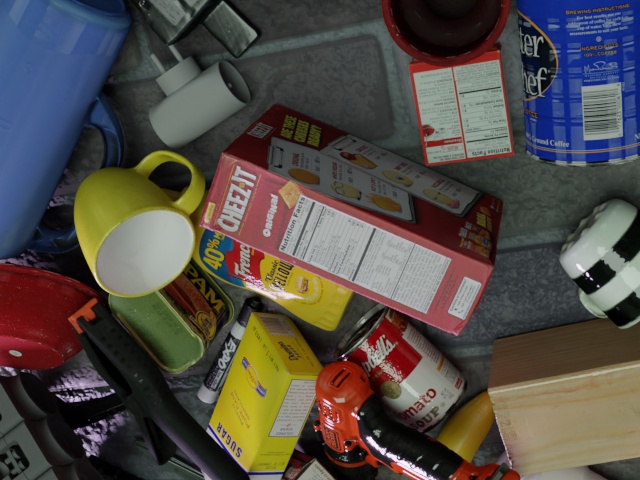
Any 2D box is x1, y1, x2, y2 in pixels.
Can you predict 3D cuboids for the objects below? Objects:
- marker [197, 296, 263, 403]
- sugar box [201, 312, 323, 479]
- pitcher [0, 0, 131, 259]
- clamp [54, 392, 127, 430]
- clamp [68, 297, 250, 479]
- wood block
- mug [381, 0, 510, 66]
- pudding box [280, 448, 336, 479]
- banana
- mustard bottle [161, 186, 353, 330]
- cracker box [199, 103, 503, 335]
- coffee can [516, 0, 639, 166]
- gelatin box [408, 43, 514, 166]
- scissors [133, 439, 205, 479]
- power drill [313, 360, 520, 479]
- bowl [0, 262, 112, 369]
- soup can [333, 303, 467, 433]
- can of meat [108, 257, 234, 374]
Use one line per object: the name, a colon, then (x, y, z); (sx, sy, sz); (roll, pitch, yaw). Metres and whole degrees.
marker: (-0.084, 0.101, 0.996); (0.020, 0.020, 0.121); (29, 115, 1)
sugar box: (-0.058, 0.163, 0.973); (0.048, 0.093, 0.176); (9, 117, -32)
pitcher: (-0.248, -0.108, 0.900); (0.145, 0.149, 0.243); (47, 115, 30)
clamp: (-0.252, 0.183, 1.049); (0.172, 0.039, 0.120); (18, 72, 17)
clamp: (-0.147, 0.142, 0.945); (0.165, 0.036, 0.210); (10, 135, 51)
wood block: (0.252, 0.120, 0.884); (0.206, 0.090, 0.090); (-14, 108, 18)
mug: (0.099, -0.196, 0.799); (0.093, 0.081, 0.117); (7, 113, 11)
pudding box: (0.009, 0.246, 0.993); (0.113, 0.090, 0.039); (45, 77, -8)
banana: (0.125, 0.226, 0.989); (0.069, 0.037, 0.198); (-7, 116, -15)
mustard bottle: (-0.056, 0.001, 0.927); (0.191, 0.058, 0.096); (25, 130, 4)
cracker box: (0.031, -0.021, 0.841); (0.214, 0.164, 0.072); (23, 113, 4)
coffee can: (0.199, -0.136, 0.788); (0.103, 0.102, 0.140); (-3, 111, 14)
gelatin box: (0.115, -0.108, 0.859); (0.073, 0.030, 0.089); (-7, 110, 15)
scissors: (-0.083, 0.241, 1.054); (0.201, 0.016, 0.096); (44, 113, -6)
power drill: (0.078, 0.199, 0.915); (0.188, 0.057, 0.184); (28, 151, 27)
bowl: (-0.272, 0.076, 0.961); (0.162, 0.055, 0.162); (4, 155, 1)
soup can: (0.070, 0.112, 0.937); (0.102, 0.068, 0.069); (44, 114, -7)
can of meat: (-0.134, 0.059, 0.956); (0.058, 0.083, 0.102); (-36, 99, 23)
